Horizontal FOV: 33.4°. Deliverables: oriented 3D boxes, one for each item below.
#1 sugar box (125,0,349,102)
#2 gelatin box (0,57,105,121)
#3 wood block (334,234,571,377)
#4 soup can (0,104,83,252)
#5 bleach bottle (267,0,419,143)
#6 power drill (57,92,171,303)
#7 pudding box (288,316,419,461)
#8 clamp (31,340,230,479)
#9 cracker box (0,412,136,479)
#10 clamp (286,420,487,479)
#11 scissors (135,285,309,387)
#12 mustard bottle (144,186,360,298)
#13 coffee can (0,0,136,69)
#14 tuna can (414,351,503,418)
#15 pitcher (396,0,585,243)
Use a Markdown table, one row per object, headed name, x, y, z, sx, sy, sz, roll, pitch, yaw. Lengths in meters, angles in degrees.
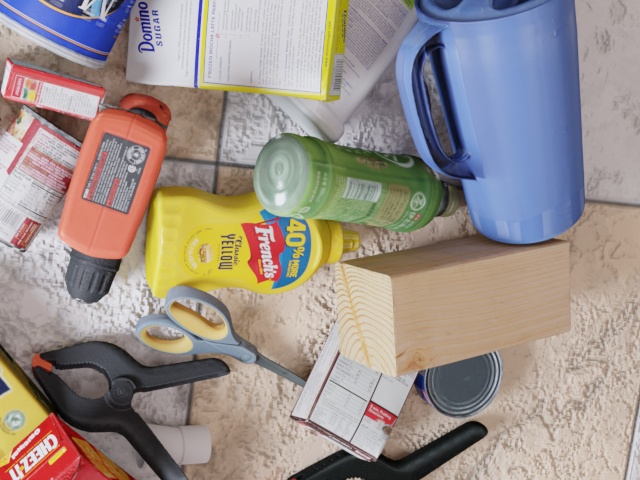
| name | x | y | z | sx | sy | sz | roll | pitch | yaw |
| --- | --- | --- | --- | --- | --- | --- | --- | --- | --- |
| sugar box | -0.069 | -0.167 | 0.871 | 0.176 | 0.048 | 0.093 | 9 | 99 | 17 |
| gelatin box | -0.215 | -0.120 | 0.850 | 0.073 | 0.089 | 0.030 | 14 | 97 | -22 |
| wood block | 0.125 | 0.053 | 0.982 | 0.205 | 0.090 | 0.091 | -10 | 103 | -31 |
| soup can | -0.240 | -0.049 | 0.866 | 0.068 | 0.069 | 0.102 | 34 | 88 | -22 |
| bleach bottle | 0.053 | -0.211 | 0.944 | 0.102 | 0.068 | 0.250 | 43 | 82 | -21 |
| power drill | -0.164 | -0.031 | 0.835 | 0.057 | 0.188 | 0.184 | 17 | 91 | -10 |
| pudding box | 0.035 | 0.139 | 1.007 | 0.090 | 0.039 | 0.113 | 33 | 71 | -21 |
| clamp | -0.170 | 0.145 | 0.923 | 0.171 | 0.039 | 0.120 | 12 | 62 | -8 |
| cracker box | -0.213 | 0.267 | 0.899 | 0.164 | 0.072 | 0.213 | -42 | 133 | -7 |
| clamp | 0.065 | 0.262 | 1.052 | 0.209 | 0.036 | 0.164 | 1 | 95 | -18 |
| scissors | -0.088 | 0.104 | 0.973 | 0.096 | 0.016 | 0.201 | -20 | 136 | 22 |
| mustard bottle | -0.056 | 0.001 | 0.947 | 0.191 | 0.058 | 0.096 | -1 | 110 | -20 |
| coffee can | -0.183 | -0.218 | 0.823 | 0.102 | 0.103 | 0.140 | 25 | 101 | -22 |
| tuna can | 0.135 | 0.130 | 1.055 | 0.086 | 0.034 | 0.086 | -4 | 102 | -19 |
| pitcher | 0.160 | -0.115 | 0.942 | 0.149 | 0.145 | 0.243 | -5 | 125 | 16 |
